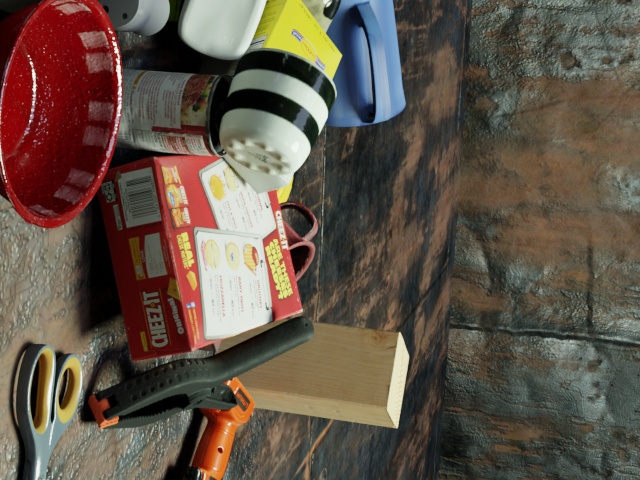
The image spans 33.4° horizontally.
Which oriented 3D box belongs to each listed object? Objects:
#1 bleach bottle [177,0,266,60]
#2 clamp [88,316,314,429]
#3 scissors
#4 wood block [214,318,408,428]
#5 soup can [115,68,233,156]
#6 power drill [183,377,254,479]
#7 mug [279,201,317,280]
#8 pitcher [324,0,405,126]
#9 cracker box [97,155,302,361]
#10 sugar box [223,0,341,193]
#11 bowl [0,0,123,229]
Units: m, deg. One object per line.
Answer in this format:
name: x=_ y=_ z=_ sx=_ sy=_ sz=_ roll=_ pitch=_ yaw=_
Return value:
bleach bottle: x=-0.078 y=-0.274 z=1.033 sx=0.250 sy=0.068 sz=0.103 roll=-85 pitch=-162 yaw=-56
clamp: x=-0.121 y=0.137 z=0.986 sx=0.209 sy=0.036 sz=0.165 roll=-14 pitch=156 yaw=-37
scissors: x=-0.216 y=0.175 z=0.840 sx=0.096 sy=0.016 sz=0.202 roll=-30 pitch=125 yaw=-72
wood block: x=-0.011 y=0.147 z=1.220 sx=0.090 sy=0.206 sz=0.091 roll=64 pitch=34 yaw=-63
soup can: x=-0.127 y=-0.107 z=0.889 sx=0.068 sy=0.102 sz=0.068 roll=6 pitch=90 yaw=-75
power drill: x=-0.130 y=0.230 z=1.109 sx=0.184 sy=0.057 sz=0.187 roll=69 pitch=33 yaw=-60
mug: x=-0.057 y=0.001 z=1.136 sx=0.117 sy=0.081 sz=0.093 roll=-39 pitch=158 yaw=-12
pitcher: x=0.042 y=-0.276 z=1.392 sx=0.144 sy=0.149 sz=0.243 roll=-47 pitch=138 yaw=-48
cracker box: x=-0.105 y=0.007 z=0.968 sx=0.213 sy=0.072 sz=0.164 roll=-13 pitch=92 yaw=-66
sugar box: x=-0.042 y=-0.140 z=0.996 sx=0.093 sy=0.048 sz=0.176 roll=47 pitch=46 yaw=-35
bowl: x=-0.195 y=-0.092 z=0.723 sx=0.162 sy=0.055 sz=0.162 roll=11 pitch=90 yaw=-75
